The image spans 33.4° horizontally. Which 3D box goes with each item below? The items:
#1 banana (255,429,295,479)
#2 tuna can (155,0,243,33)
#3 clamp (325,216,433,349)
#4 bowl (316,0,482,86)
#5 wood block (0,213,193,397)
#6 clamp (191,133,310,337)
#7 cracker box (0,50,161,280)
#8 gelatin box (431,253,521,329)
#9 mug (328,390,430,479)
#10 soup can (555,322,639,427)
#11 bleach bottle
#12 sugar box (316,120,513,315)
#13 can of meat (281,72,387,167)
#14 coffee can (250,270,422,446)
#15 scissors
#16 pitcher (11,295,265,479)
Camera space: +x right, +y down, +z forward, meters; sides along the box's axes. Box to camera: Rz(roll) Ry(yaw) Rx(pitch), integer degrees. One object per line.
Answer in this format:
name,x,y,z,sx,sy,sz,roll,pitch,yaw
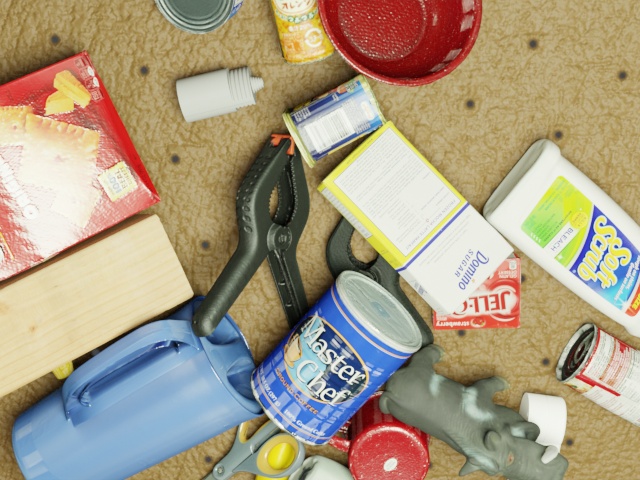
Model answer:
banana,-0.039,0.294,1.138,0.069,0.037,0.198,-19,105,-22
tuna can,-0.115,-0.242,1.011,0.086,0.033,0.086,10,121,16
clamp,0.057,0.042,1.076,0.120,0.039,0.171,3,106,2
bowl,0.067,-0.217,0.996,0.162,0.055,0.162,1,85,-16
wood block,-0.240,0.058,1.020,0.205,0.091,0.090,-28,103,-22
clamp,-0.057,0.001,1.033,0.036,0.164,0.210,8,96,37
cracker box,-0.283,-0.063,1.007,0.213,0.072,0.164,-29,101,-23
gelatin box,0.157,0.052,1.078,0.089,0.030,0.073,-1,102,3
mug,0.057,0.207,1.089,0.117,0.081,0.093,17,102,-1
soup can,0.298,0.136,1.071,0.102,0.068,0.068,30,102,-4
bleach bottle,0.286,0.014,1.050,0.250,0.068,0.103,36,101,-8
sugar box,0.091,-0.021,1.028,0.093,0.048,0.176,-44,94,-11
can of meat,0.014,-0.117,1.013,0.084,0.102,0.057,-27,99,6
coffee can,0.015,0.114,1.030,0.103,0.102,0.140,39,109,-6
scissors,-0.087,0.249,1.115,0.096,0.016,0.202,43,102,36
pitcher,-0.189,0.163,1.064,0.243,0.145,0.149,-30,102,11
